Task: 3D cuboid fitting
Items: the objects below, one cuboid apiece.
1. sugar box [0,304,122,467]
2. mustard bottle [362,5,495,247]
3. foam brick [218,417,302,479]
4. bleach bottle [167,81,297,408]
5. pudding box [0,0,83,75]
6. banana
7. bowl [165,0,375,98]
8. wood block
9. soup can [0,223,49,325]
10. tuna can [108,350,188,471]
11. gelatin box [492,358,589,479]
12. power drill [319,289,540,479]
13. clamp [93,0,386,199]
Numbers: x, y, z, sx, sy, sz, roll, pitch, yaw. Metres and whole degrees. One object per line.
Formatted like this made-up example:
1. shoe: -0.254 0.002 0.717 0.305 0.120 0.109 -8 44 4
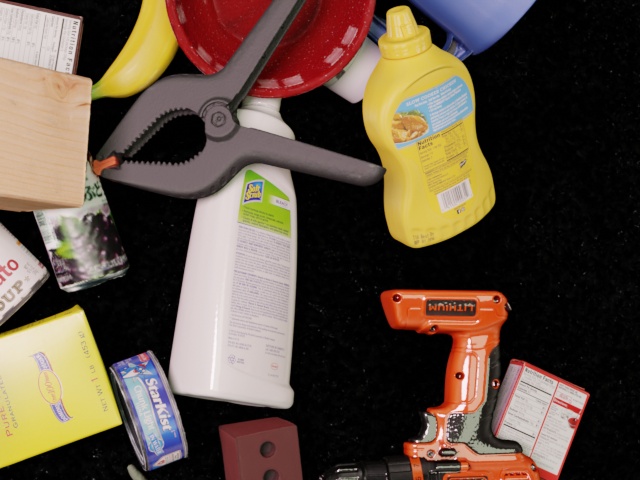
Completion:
1. sugar box: -0.243 0.119 0.777 0.176 0.048 0.093 -20 95 -14
2. mustard bottle: 0.083 -0.096 0.863 0.096 0.058 0.191 -27 120 -20
3. foam brick: -0.046 0.184 0.849 0.053 0.051 0.078 -8 91 -20
4. bleach bottle: -0.056 0.001 0.841 0.102 0.068 0.251 19 74 -47
5. pudding box: -0.240 -0.133 0.798 0.113 0.039 0.090 10 85 -20
6. banana: -0.135 -0.194 0.836 0.069 0.037 0.198 17 83 -19
7. bowl: -0.040 -0.194 0.830 0.162 0.055 0.162 -1 103 -5
8. wood block: -0.259 -0.075 0.677 0.205 0.090 0.091 7 84 -46
9. soup can: -0.256 0.011 0.773 0.068 0.069 0.102 -46 103 -15
10. tuna can: -0.130 0.128 0.803 0.033 0.086 0.086 -19 95 -17
11. gelatin box: 0.187 0.159 0.942 0.073 0.030 0.089 26 81 -15
12. power drill: 0.089 0.135 0.886 0.184 0.057 0.187 0 86 -8
13. clamp: -0.064 -0.080 0.789 0.210 0.036 0.164 -27 83 3
